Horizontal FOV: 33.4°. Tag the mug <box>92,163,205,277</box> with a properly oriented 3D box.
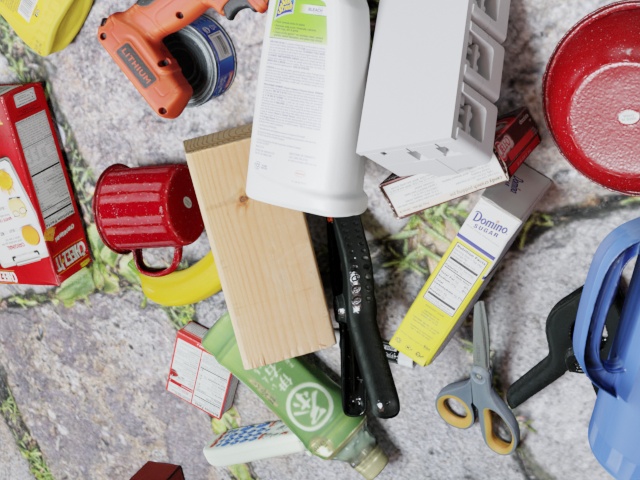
[{"bbox_3d":[-0.165,-0.022,1.064,0.082,0.093,0.117,-3,92,26],"label":"mug"}]

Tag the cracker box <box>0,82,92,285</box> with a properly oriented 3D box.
[{"bbox_3d":[-0.354,-0.062,1.168,0.164,0.072,0.214,1,114,30],"label":"cracker box"}]

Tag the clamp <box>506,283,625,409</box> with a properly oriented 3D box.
[{"bbox_3d":[0.240,0.108,0.931,0.120,0.039,0.172,22,129,11],"label":"clamp"}]

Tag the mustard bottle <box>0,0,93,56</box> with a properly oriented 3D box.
[{"bbox_3d":[-0.313,-0.276,1.047,0.191,0.058,0.096,41,127,6],"label":"mustard bottle"}]

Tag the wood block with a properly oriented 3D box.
[{"bbox_3d":[-0.056,0.001,0.988,0.090,0.090,0.206,-15,105,-5],"label":"wood block"}]

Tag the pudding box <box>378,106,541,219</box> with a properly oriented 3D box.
[{"bbox_3d":[0.116,-0.064,0.884,0.114,0.089,0.039,-22,102,36],"label":"pudding box"}]

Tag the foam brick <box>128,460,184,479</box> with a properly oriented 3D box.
[{"bbox_3d":[-0.191,0.311,1.268,0.053,0.051,0.078,1,114,28],"label":"foam brick"}]

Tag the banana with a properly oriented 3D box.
[{"bbox_3d":[-0.125,0.026,1.100,0.198,0.037,0.069,-22,101,36],"label":"banana"}]

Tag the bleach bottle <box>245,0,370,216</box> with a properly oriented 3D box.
[{"bbox_3d":[0.001,-0.151,0.853,0.103,0.068,0.251,14,103,30],"label":"bleach bottle"}]

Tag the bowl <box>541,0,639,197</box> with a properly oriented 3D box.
[{"bbox_3d":[0.241,-0.100,0.817,0.162,0.055,0.162,12,118,24],"label":"bowl"}]

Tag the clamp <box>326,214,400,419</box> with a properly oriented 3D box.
[{"bbox_3d":[0.031,0.069,0.992,0.165,0.036,0.210,119,143,-72],"label":"clamp"}]

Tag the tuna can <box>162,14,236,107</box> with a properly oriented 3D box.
[{"bbox_3d":[-0.124,-0.169,1.006,0.086,0.033,0.086,13,119,24],"label":"tuna can"}]

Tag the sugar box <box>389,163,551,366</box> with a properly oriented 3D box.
[{"bbox_3d":[0.127,0.020,0.918,0.048,0.093,0.176,32,124,11],"label":"sugar box"}]

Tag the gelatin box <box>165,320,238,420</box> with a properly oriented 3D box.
[{"bbox_3d":[-0.125,0.141,1.161,0.073,0.030,0.089,25,124,16],"label":"gelatin box"}]

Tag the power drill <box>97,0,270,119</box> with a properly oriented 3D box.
[{"bbox_3d":[-0.087,-0.192,0.932,0.188,0.057,0.184,-39,89,17],"label":"power drill"}]

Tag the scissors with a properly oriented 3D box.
[{"bbox_3d":[0.132,0.122,0.977,0.096,0.016,0.201,10,135,40],"label":"scissors"}]

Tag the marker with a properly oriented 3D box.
[{"bbox_3d":[0.039,0.103,1.055,0.121,0.020,0.020,12,118,25],"label":"marker"}]
